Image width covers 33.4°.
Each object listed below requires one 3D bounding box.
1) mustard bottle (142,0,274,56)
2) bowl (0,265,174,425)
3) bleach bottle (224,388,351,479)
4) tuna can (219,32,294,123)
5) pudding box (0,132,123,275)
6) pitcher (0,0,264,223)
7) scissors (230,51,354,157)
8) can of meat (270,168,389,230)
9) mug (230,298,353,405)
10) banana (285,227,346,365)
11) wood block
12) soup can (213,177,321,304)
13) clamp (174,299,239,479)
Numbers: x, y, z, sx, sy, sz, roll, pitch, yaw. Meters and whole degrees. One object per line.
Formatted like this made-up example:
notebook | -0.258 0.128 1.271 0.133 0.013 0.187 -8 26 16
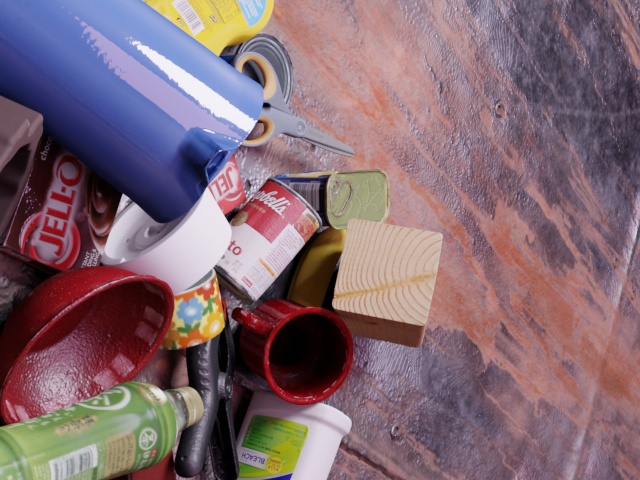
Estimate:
mustard bottle | -0.095 -0.217 0.954 0.096 0.058 0.191 54 50 -13
bowl | -0.193 0.073 0.830 0.162 0.055 0.162 -37 155 -21
bleach bottle | -0.057 0.273 1.011 0.068 0.103 0.250 45 59 -55
tuna can | -0.065 -0.154 1.020 0.085 0.034 0.086 -6 98 -51
pudding box | -0.207 -0.032 0.849 0.089 0.039 0.113 30 69 -47
pitcher | -0.174 -0.133 0.789 0.242 0.149 0.145 37 48 -24
scissors | -0.028 -0.128 1.025 0.201 0.016 0.096 -5 97 -51
can of meat | 0.007 -0.043 1.077 0.101 0.084 0.057 -8 100 -50
mug | -0.036 0.096 1.017 0.117 0.082 0.093 31 84 -26
banana | -0.007 0.061 1.107 0.069 0.037 0.197 41 62 -44
wood block | 0.068 0.048 1.079 0.206 0.091 0.090 71 30 -78
soup can | -0.057 0.001 0.996 0.102 0.069 0.068 -49 131 -13
clamp | -0.098 0.144 0.983 0.120 0.039 0.171 71 22 -64
